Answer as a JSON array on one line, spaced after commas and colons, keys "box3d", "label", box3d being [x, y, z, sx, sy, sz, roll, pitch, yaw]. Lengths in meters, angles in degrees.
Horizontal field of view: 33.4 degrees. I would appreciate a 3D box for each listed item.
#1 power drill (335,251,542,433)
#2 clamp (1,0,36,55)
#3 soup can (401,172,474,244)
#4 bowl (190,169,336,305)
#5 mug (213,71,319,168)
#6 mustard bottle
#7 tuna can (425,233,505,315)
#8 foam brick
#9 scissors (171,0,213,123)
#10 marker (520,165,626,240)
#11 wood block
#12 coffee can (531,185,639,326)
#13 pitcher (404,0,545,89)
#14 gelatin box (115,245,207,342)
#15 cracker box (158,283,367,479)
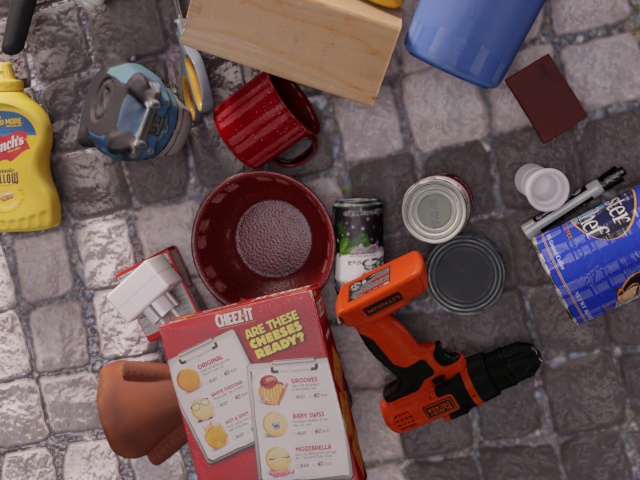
[{"box3d": [0.116, 0.105, 1.119, 0.185, 0.057, 0.187, -27, 112, 15], "label": "power drill"}, {"box3d": [-0.325, -0.331, 1.171, 0.210, 0.036, 0.164, -42, 78, 27], "label": "clamp"}, {"box3d": [0.122, -0.035, 1.107, 0.068, 0.102, 0.068, 1, 97, 11], "label": "soup can"}, {"box3d": [-0.058, 0.001, 1.173, 0.162, 0.055, 0.162, 1, 97, 12], "label": "bowl"}, {"box3d": [-0.053, -0.123, 1.148, 0.082, 0.093, 0.117, -34, 126, 18], "label": "mug"}, {"box3d": [-0.353, -0.106, 1.220, 0.096, 0.058, 0.191, -2, 96, 11], "label": "mustard bottle"}, {"box3d": [0.155, 0.035, 1.144, 0.086, 0.033, 0.086, 2, 97, 12], "label": "tuna can"}, {"box3d": [0.232, -0.146, 1.097, 0.053, 0.051, 0.078, -31, 90, 13], "label": "foam brick"}, {"box3d": [-0.153, -0.216, 1.178, 0.016, 0.096, 0.202, -11, 63, -18], "label": "scissors"}, {"box3d": [0.266, -0.040, 1.119, 0.121, 0.020, 0.020, -34, 89, 14], "label": "marker"}, {"box3d": [-0.028, -0.220, 1.096, 0.206, 0.090, 0.090, 18, 114, -3], "label": "wood block"}, {"box3d": [0.300, 0.012, 1.076, 0.140, 0.102, 0.103, -27, 91, 14], "label": "coffee can"}, {"box3d": [0.169, -0.284, 1.057, 0.149, 0.144, 0.243, 40, 111, 46], "label": "pitcher"}, {"box3d": [-0.181, 0.061, 1.220, 0.073, 0.030, 0.089, -26, 91, 15], "label": "gelatin box"}, {"box3d": [-0.056, 0.167, 1.096, 0.164, 0.072, 0.214, -14, 93, 8], "label": "cracker box"}]
